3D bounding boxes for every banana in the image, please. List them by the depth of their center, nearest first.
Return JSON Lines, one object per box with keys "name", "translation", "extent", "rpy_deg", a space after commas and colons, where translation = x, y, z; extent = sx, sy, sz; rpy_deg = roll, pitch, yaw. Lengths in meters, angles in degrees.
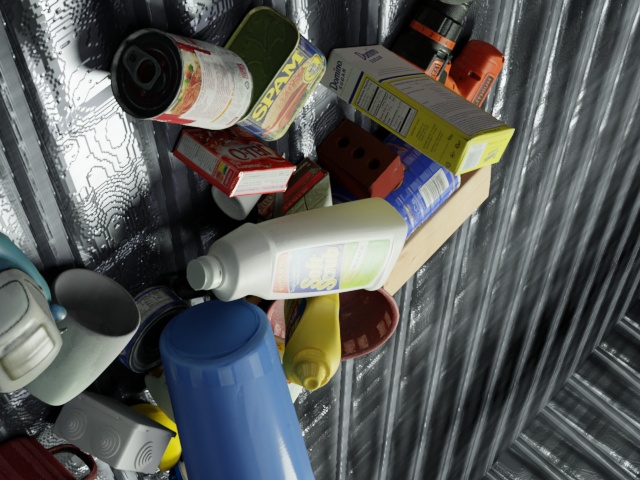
{"name": "banana", "translation": [-0.191, 0.218, 1.193], "extent": [0.069, 0.037, 0.197], "rpy_deg": [-33, 154, 2]}

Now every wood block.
{"name": "wood block", "translation": [0.112, -0.034, 1.329], "extent": [0.206, 0.091, 0.090], "rpy_deg": [-45, 155, -19]}

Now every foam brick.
{"name": "foam brick", "translation": [0.043, -0.082, 1.153], "extent": [0.053, 0.078, 0.051], "rpy_deg": [-47, 157, -14]}

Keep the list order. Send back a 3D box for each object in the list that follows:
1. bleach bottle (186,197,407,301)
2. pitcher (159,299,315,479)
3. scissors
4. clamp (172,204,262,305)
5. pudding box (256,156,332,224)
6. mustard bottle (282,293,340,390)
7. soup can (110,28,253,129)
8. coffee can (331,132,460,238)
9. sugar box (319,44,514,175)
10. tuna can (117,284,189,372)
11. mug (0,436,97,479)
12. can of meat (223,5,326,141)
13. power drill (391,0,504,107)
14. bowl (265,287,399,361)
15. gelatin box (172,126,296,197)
{"name": "bleach bottle", "translation": [-0.027, 0.019, 1.052], "extent": [0.250, 0.068, 0.103], "rpy_deg": [-12, 137, -43]}
{"name": "pitcher", "translation": [-0.081, 0.176, 1.075], "extent": [0.144, 0.149, 0.243], "rpy_deg": [-22, 123, -20]}
{"name": "scissors", "translation": [-0.057, 0.001, 1.068], "extent": [0.096, 0.016, 0.202], "rpy_deg": [-46, 155, -21]}
{"name": "clamp", "translation": [-0.098, 0.038, 1.107], "extent": [0.120, 0.039, 0.171], "rpy_deg": [-44, 154, -17]}
{"name": "pudding box", "translation": [-0.029, -0.023, 1.151], "extent": [0.090, 0.039, 0.113], "rpy_deg": [-42, 152, -20]}
{"name": "mustard bottle", "translation": [-0.010, 0.098, 1.124], "extent": [0.191, 0.058, 0.096], "rpy_deg": [-92, -160, -65]}
{"name": "soup can", "translation": [-0.106, -0.124, 0.837], "extent": [0.068, 0.069, 0.102], "rpy_deg": [-60, 156, 15]}
{"name": "coffee can", "translation": [0.078, -0.051, 1.227], "extent": [0.140, 0.103, 0.103], "rpy_deg": [-44, 155, -20]}
{"name": "sugar box", "translation": [0.094, -0.132, 1.054], "extent": [0.093, 0.176, 0.048], "rpy_deg": [-18, 136, -52]}
{"name": "tuna can", "translation": [-0.168, 0.088, 1.055], "extent": [0.086, 0.034, 0.086], "rpy_deg": [-41, 153, -26]}
{"name": "mug", "translation": [-0.267, 0.234, 1.012], "extent": [0.117, 0.082, 0.093], "rpy_deg": [-35, 150, -35]}
{"name": "can of meat", "translation": [-0.048, -0.142, 0.934], "extent": [0.102, 0.057, 0.083], "rpy_deg": [-55, 159, 5]}
{"name": "power drill", "translation": [0.143, -0.205, 1.198], "extent": [0.184, 0.057, 0.187], "rpy_deg": [-59, 154, 13]}
{"name": "bowl", "translation": [0.011, 0.077, 1.281], "extent": [0.162, 0.055, 0.162], "rpy_deg": [-3, 137, -3]}
{"name": "gelatin box", "translation": [-0.075, -0.072, 0.956], "extent": [0.089, 0.073, 0.030], "rpy_deg": [-11, 133, -56]}
